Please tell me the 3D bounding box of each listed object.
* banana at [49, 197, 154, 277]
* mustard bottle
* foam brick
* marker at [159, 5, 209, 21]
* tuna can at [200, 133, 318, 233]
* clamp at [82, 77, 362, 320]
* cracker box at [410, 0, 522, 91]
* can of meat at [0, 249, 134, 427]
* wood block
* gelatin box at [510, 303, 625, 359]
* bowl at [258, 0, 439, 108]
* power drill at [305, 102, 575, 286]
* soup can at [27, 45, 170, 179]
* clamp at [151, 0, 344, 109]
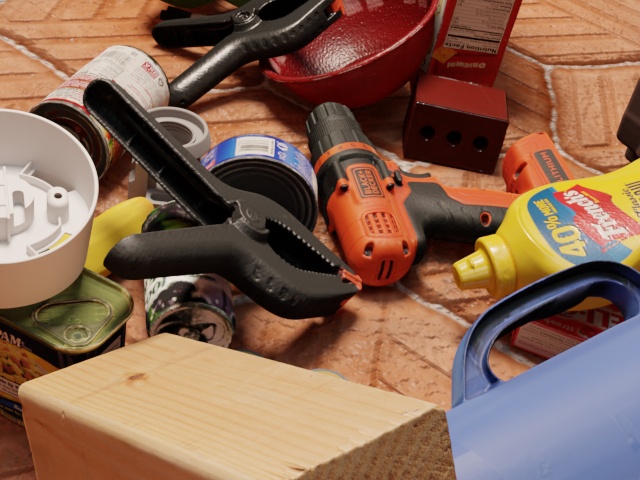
[{"bbox_3d":[-0.178,0.006,0.660,0.197,0.037,0.069,-2,81,-46],"label":"banana"},{"bbox_3d":[0.179,-0.002,0.701,0.191,0.058,0.096,-16,48,-7],"label":"mustard bottle"},{"bbox_3d":[0.109,-0.096,0.870,0.078,0.053,0.051,11,38,0],"label":"foam brick"},{"bbox_3d":[-0.086,-0.191,0.965,0.121,0.020,0.020,14,38,3],"label":"marker"},{"bbox_3d":[-0.044,-0.029,0.723,0.086,0.086,0.033,7,37,-5],"label":"tuna can"},{"bbox_3d":[-0.054,0.001,0.638,0.209,0.036,0.164,33,26,-30],"label":"clamp"},{"bbox_3d":[0.130,-0.242,0.926,0.072,0.214,0.164,6,39,-10],"label":"cracker box"},{"bbox_3d":[-0.156,0.057,0.590,0.102,0.084,0.057,25,40,16],"label":"can of meat"},{"bbox_3d":[-0.043,0.108,0.471,0.090,0.090,0.207,-18,15,-36],"label":"wood block"},{"bbox_3d":[0.181,0.055,0.720,0.089,0.030,0.073,20,40,12],"label":"gelatin box"},{"bbox_3d":[0.032,-0.158,0.895,0.162,0.055,0.162,-19,34,13],"label":"bowl"},{"bbox_3d":[0.088,-0.042,0.797,0.187,0.057,0.184,-3,44,-13],"label":"power drill"},{"bbox_3d":[-0.162,-0.094,0.788,0.068,0.068,0.102,20,39,10],"label":"soup can"},{"bbox_3d":[-0.063,-0.165,0.885,0.171,0.039,0.120,-17,48,12],"label":"clamp"}]
